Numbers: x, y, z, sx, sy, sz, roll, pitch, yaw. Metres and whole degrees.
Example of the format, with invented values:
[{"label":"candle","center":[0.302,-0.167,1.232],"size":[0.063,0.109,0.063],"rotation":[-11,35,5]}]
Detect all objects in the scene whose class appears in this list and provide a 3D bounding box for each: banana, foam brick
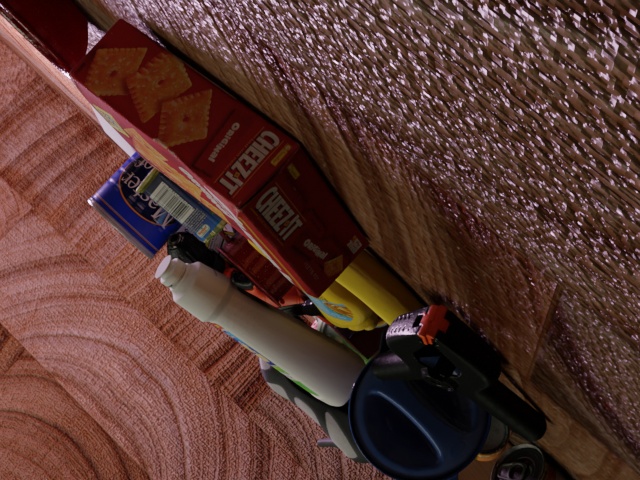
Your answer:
[{"label":"banana","center":[0.026,0.026,0.913],"size":[0.198,0.037,0.070],"rotation":[36,169,2]},{"label":"foam brick","center":[0.042,0.097,1.293],"size":[0.078,0.053,0.051],"rotation":[36,171,48]}]

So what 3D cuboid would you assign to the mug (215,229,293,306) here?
[{"label":"mug","center":[-0.057,0.001,1.117],"size":[0.117,0.081,0.093],"rotation":[44,174,-17]}]

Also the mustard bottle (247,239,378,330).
[{"label":"mustard bottle","center":[0.007,0.036,1.044],"size":[0.096,0.058,0.191],"rotation":[22,161,43]}]

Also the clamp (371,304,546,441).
[{"label":"clamp","center":[0.095,0.100,0.879],"size":[0.165,0.036,0.210],"rotation":[16,160,27]}]

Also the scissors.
[{"label":"scissors","center":[-0.011,0.062,1.176],"size":[0.202,0.016,0.096],"rotation":[3,137,37]}]

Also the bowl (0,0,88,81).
[{"label":"bowl","center":[-0.289,-0.236,1.089],"size":[0.162,0.055,0.162],"rotation":[42,175,5]}]

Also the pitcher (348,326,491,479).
[{"label":"pitcher","center":[0.099,0.179,1.101],"size":[0.145,0.149,0.243],"rotation":[25,176,5]}]

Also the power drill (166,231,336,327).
[{"label":"power drill","center":[-0.071,0.047,1.262],"size":[0.188,0.057,0.184],"rotation":[0,148,34]}]

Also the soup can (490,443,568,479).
[{"label":"soup can","center":[0.245,0.281,1.187],"size":[0.102,0.068,0.069],"rotation":[45,174,-28]}]

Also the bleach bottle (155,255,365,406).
[{"label":"bleach bottle","center":[-0.071,0.091,1.163],"size":[0.250,0.068,0.103],"rotation":[34,174,-22]}]

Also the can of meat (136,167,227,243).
[{"label":"can of meat","center":[-0.112,-0.056,1.011],"size":[0.084,0.058,0.102],"rotation":[41,-142,-7]}]

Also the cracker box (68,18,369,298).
[{"label":"cracker box","center":[-0.079,-0.062,0.838],"size":[0.214,0.072,0.164],"rotation":[39,174,32]}]

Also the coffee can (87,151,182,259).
[{"label":"coffee can","center":[-0.191,-0.062,1.268],"size":[0.103,0.140,0.103],"rotation":[42,175,5]}]
